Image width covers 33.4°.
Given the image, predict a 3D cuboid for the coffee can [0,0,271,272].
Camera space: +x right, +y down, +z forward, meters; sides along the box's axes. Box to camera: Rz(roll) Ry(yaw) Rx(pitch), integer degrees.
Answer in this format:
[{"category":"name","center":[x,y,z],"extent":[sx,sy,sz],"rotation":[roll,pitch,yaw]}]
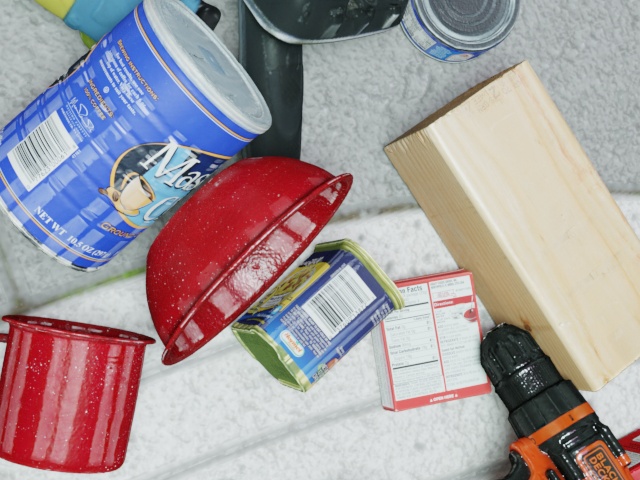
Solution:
[{"category":"coffee can","center":[-0.114,-0.063,0.630],"extent":[0.140,0.102,0.103],"rotation":[-38,98,14]}]

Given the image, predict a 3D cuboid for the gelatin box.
[{"category":"gelatin box","center":[0.074,0.069,0.742],"extent":[0.073,0.030,0.089],"rotation":[-9,89,-16]}]

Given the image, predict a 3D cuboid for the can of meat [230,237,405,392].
[{"category":"can of meat","center":[-0.005,0.048,0.684],"extent":[0.084,0.102,0.057],"rotation":[-41,98,-14]}]

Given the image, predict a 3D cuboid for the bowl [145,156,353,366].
[{"category":"bowl","center":[-0.054,0.001,0.650],"extent":[0.162,0.162,0.055],"rotation":[-43,83,-15]}]

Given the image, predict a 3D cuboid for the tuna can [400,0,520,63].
[{"category":"tuna can","center":[0.099,-0.173,0.767],"extent":[0.086,0.034,0.086],"rotation":[1,85,-16]}]

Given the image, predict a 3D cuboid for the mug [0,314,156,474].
[{"category":"mug","center":[-0.163,0.090,0.646],"extent":[0.117,0.093,0.081],"rotation":[9,87,15]}]

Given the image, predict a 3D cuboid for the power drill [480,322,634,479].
[{"category":"power drill","center":[0.106,0.162,0.676],"extent":[0.187,0.057,0.184],"rotation":[-27,70,-17]}]

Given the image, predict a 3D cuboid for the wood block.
[{"category":"wood block","center":[0.145,-0.007,0.737],"extent":[0.090,0.091,0.206],"rotation":[-35,96,-15]}]
